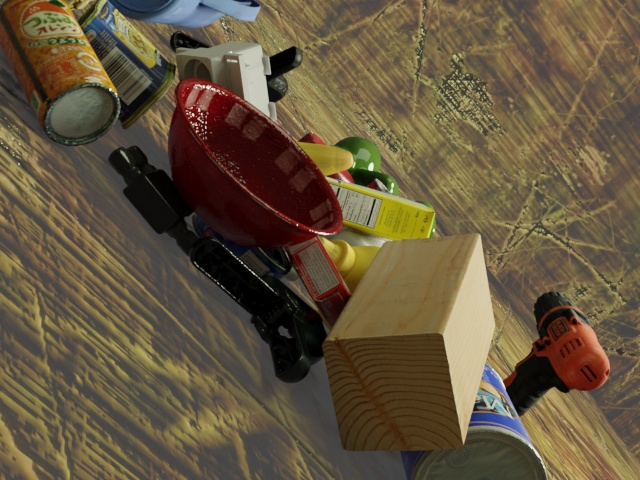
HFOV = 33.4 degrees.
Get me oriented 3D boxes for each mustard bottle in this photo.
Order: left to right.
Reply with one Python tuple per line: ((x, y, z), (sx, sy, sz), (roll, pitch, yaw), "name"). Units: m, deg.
((0.052, 0.058, 0.984), (0.191, 0.096, 0.058), (44, 23, -33), "mustard bottle")

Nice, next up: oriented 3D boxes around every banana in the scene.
((-0.063, -0.105, 1.101), (0.197, 0.070, 0.037), (27, 43, -22), "banana")

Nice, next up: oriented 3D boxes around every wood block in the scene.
((0.075, 0.073, 0.833), (0.205, 0.090, 0.091), (-53, 134, -65), "wood block")

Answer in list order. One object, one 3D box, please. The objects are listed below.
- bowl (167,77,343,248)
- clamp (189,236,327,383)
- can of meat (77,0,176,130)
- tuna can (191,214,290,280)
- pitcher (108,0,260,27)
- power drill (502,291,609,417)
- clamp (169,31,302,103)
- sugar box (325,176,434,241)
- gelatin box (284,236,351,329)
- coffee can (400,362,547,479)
((-0.060, -0.047, 0.800), (0.162, 0.055, 0.162), (37, 21, -18), "bowl")
((-0.038, 0.048, 0.784), (0.120, 0.039, 0.171), (56, 4, 7), "clamp")
((-0.167, -0.146, 0.869), (0.084, 0.057, 0.102), (45, 10, -19), "can of meat")
((-0.062, 0.002, 0.857), (0.086, 0.034, 0.086), (49, 10, -12), "tuna can")
((-0.170, -0.312, 1.264), (0.242, 0.149, 0.145), (-65, 140, -76), "pitcher")
((0.198, 0.137, 1.092), (0.057, 0.188, 0.184), (47, 12, -12), "power drill")
((-0.084, -0.213, 1.370), (0.165, 0.036, 0.210), (9, -10, 15), "clamp")
((0.018, -0.038, 1.080), (0.176, 0.048, 0.093), (13, 3, -22), "sugar box")
((-0.001, 0.028, 0.867), (0.089, 0.030, 0.073), (61, 0, 34), "gelatin box")
((0.114, 0.164, 0.854), (0.102, 0.103, 0.140), (48, 10, -15), "coffee can")
